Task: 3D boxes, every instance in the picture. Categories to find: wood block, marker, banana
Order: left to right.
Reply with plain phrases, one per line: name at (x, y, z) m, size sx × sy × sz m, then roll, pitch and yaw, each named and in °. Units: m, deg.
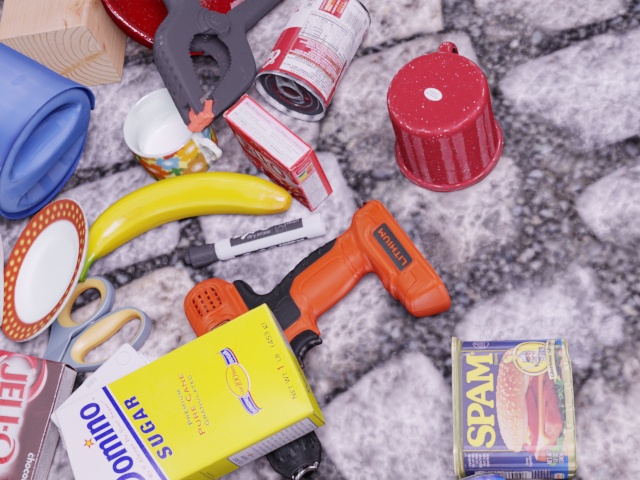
wood block at (-0.240, -0.258, 1.039) m, size 0.091 × 0.090 × 0.206 m, roll -6°, pitch 63°, yaw 12°
banana at (-0.123, -0.024, 0.919) m, size 0.198 × 0.037 × 0.069 m, roll -20°, pitch 69°, yaw 5°
marker at (-0.056, 0.001, 0.897) m, size 0.121 × 0.020 × 0.020 m, roll -15°, pitch 61°, yaw 7°

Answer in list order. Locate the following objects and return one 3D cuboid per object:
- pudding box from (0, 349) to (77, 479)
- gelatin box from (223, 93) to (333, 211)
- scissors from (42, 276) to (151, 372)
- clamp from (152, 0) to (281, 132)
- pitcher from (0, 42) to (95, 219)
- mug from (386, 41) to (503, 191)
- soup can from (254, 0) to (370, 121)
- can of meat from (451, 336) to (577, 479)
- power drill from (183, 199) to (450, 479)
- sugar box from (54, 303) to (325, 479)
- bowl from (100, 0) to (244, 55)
pudding box at (-0.254, 0.145, 0.851) m, size 0.090 × 0.039 × 0.113 m, roll 9°, pitch 77°, yaw 11°
gelatin box at (-0.036, -0.073, 0.898) m, size 0.030 × 0.073 × 0.089 m, roll -45°, pitch 62°, yaw -9°
scissors at (-0.238, 0.099, 0.897) m, size 0.202 × 0.016 × 0.096 m, roll -27°, pitch 58°, yaw 0°
clamp at (-0.108, -0.192, 0.939) m, size 0.164 × 0.036 × 0.210 m, roll 22°, pitch 55°, yaw -21°
pitcher at (-0.334, -0.129, 0.932) m, size 0.243 × 0.149 × 0.145 m, roll 31°, pitch 82°, yaw 10°
mug at (0.102, -0.110, 0.876) m, size 0.093 × 0.081 × 0.117 m, roll 5°, pitch 65°, yaw 17°
soup can at (-0.005, -0.166, 0.941) m, size 0.069 × 0.068 × 0.102 m, roll 19°, pitch 69°, yaw 22°
can of meat at (0.138, 0.120, 0.764) m, size 0.084 × 0.057 × 0.102 m, roll -2°, pitch 64°, yaw 10°
power drill at (0.003, 0.069, 0.824) m, size 0.187 × 0.057 × 0.184 m, roll -32°, pitch 60°, yaw -3°
sugar box at (-0.095, 0.127, 0.767) m, size 0.176 × 0.048 × 0.093 m, roll -27°, pitch 63°, yaw 0°
bowl at (-0.146, -0.233, 0.993) m, size 0.161 × 0.055 × 0.162 m, roll 13°, pitch 63°, yaw -27°
